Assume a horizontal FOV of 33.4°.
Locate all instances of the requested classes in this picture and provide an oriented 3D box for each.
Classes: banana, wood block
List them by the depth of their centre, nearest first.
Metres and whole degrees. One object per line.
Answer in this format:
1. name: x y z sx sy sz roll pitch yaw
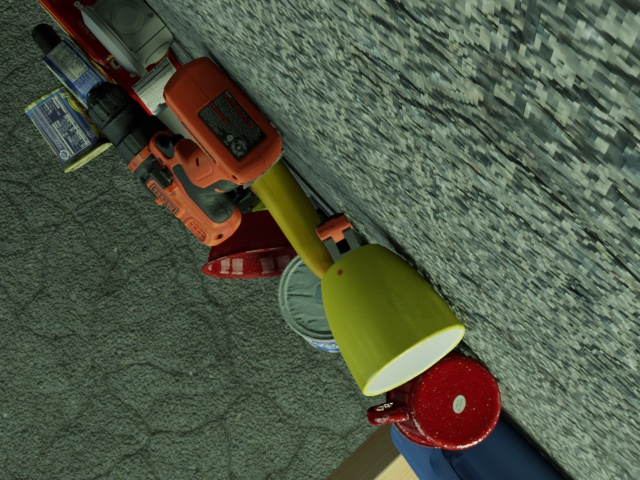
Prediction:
1. banana: -0.047 -0.049 0.980 0.198 0.037 0.069 51 -155 -7
2. wood block: 0.115 0.267 1.302 0.090 0.206 0.090 48 177 -18

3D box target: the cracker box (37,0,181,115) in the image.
1. cracker box: -0.218 -0.207 1.155 0.164 0.072 0.213 45 175 24

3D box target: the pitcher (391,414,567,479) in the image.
1. pitcher: 0.173 0.253 1.108 0.243 0.144 0.149 48 150 41

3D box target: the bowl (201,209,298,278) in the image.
1. bowl: -0.058 0.001 1.221 0.162 0.162 0.055 62 -160 -77

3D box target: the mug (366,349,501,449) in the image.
1. mug: 0.098 0.142 0.937 0.081 0.117 0.093 144 116 -82

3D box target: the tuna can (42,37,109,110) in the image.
1. tuna can: -0.240 -0.162 1.078 0.086 0.033 0.086 46 175 5

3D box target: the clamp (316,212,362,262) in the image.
1. clamp: 0.031 0.021 0.941 0.120 0.039 0.171 57 176 41

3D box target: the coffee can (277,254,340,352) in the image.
1. coffee can: 0.012 0.068 1.184 0.103 0.103 0.140 47 177 12

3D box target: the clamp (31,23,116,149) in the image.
1. clamp: -0.236 -0.140 1.192 0.210 0.036 0.164 49 178 37

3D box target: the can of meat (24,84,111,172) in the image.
1. can of meat: -0.286 -0.128 1.215 0.084 0.057 0.102 56 179 -8

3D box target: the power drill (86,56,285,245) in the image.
1. power drill: -0.119 -0.088 0.918 0.184 0.057 0.188 46 156 -6
